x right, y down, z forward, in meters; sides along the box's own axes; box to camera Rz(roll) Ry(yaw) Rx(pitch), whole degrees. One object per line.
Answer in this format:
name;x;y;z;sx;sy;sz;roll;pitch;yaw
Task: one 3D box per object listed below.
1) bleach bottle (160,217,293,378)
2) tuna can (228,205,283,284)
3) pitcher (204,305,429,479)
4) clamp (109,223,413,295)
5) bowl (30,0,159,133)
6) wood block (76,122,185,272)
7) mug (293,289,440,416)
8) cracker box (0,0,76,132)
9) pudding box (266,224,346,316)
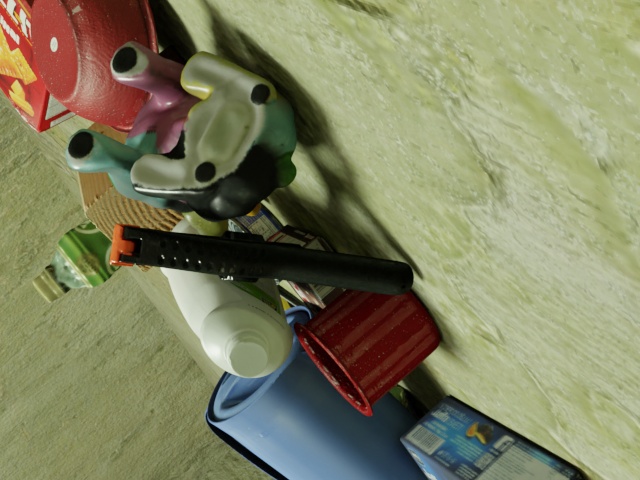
bleach bottle;-0.078;0.050;0.881;0.102;0.068;0.251;28;-172;-15
tuna can;-0.057;0.001;1.072;0.086;0.033;0.086;48;167;14
pitcher;0.017;0.188;0.987;0.242;0.145;0.149;43;174;-16
clamp;-0.048;0.013;0.775;0.209;0.036;0.165;7;180;-40
bowl;-0.196;-0.164;0.886;0.162;0.055;0.162;26;124;47
wood block;-0.186;-0.065;1.085;0.090;0.091;0.206;48;-176;-28
mug;0.035;0.076;0.848;0.093;0.081;0.117;54;167;-13
cracker box;-0.299;-0.225;1.075;0.164;0.072;0.214;53;154;5
pudding box;0.002;0.043;0.969;0.113;0.039;0.090;55;167;-18
